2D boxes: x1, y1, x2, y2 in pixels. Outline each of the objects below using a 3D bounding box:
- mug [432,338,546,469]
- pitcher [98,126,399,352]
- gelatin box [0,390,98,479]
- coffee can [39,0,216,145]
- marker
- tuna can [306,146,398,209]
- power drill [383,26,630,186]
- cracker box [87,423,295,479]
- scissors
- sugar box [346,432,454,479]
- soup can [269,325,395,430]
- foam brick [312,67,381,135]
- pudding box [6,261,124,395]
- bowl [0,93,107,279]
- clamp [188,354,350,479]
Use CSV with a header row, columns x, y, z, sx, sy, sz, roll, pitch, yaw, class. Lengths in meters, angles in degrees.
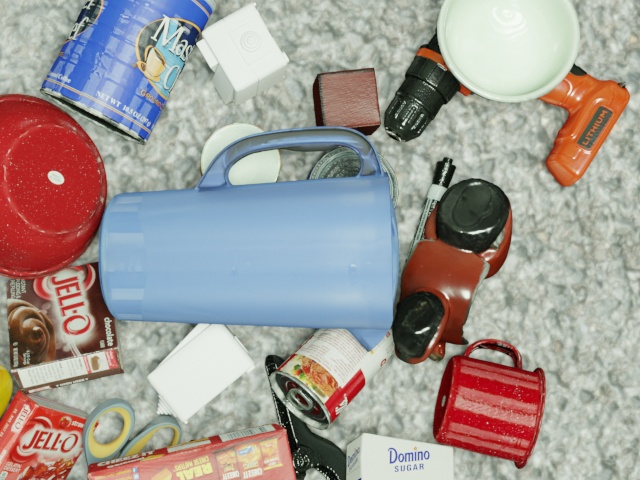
x,y,z,sx,sy,sz,roll,pitch,yaw,class
0.151,0.140,0.963,0.081,0.093,0.117,13,58,0,mug
-0.056,0.001,0.893,0.243,0.145,0.149,-1,51,2,pitcher
-0.244,0.176,0.924,0.030,0.089,0.073,27,85,32,gelatin box
-0.168,-0.168,0.933,0.103,0.103,0.140,26,86,-4,coffee can
0.101,-0.019,0.993,0.020,0.020,0.121,18,87,-4,marker
0.028,-0.044,0.980,0.086,0.034,0.086,0,88,-5,tuna can
0.173,-0.131,0.983,0.187,0.057,0.184,34,86,-3,power drill
-0.090,0.272,0.875,0.164,0.072,0.214,-11,89,-11,cracker box
-0.214,0.217,0.946,0.201,0.016,0.096,-40,118,-5,scissors
0.069,0.263,0.928,0.093,0.048,0.176,13,58,-17,sugar box
0.013,0.107,0.942,0.068,0.069,0.102,46,63,-2,soup can
0.022,-0.121,0.961,0.053,0.078,0.051,-7,89,-3,foam brick
-0.221,0.073,0.921,0.090,0.039,0.113,-13,46,-7,pudding box
-0.239,-0.049,0.905,0.161,0.055,0.162,5,82,-43,bowl
-0.034,0.201,0.954,0.120,0.039,0.171,-37,90,-21,clamp
